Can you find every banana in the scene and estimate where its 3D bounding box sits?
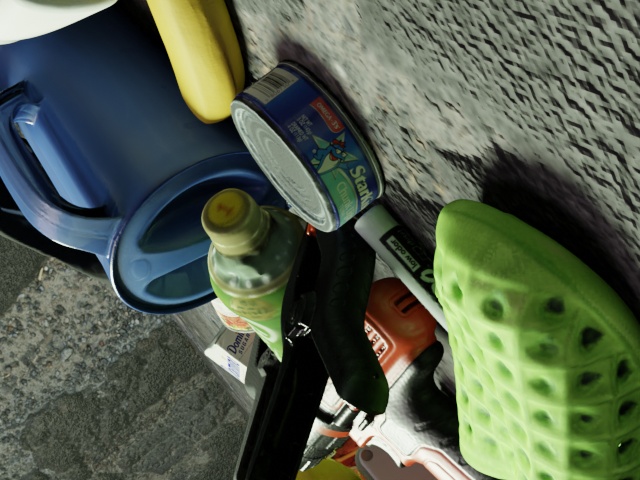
[{"bbox_3d":[-0.072,-0.113,0.581,0.070,0.037,0.198,48,168,16],"label":"banana"}]

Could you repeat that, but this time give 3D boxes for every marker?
[{"bbox_3d":[0.063,0.031,0.540,0.121,0.020,0.020,49,168,14],"label":"marker"}]

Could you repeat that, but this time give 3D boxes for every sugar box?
[{"bbox_3d":[-0.033,0.146,1.076,0.176,0.048,0.093,35,163,-3],"label":"sugar box"}]

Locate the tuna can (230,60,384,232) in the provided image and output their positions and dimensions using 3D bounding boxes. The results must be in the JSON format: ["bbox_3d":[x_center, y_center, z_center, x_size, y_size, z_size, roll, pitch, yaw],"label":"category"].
[{"bbox_3d":[-0.008,-0.046,0.542,0.086,0.033,0.086,49,168,14],"label":"tuna can"}]

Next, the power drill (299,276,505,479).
[{"bbox_3d":[0.057,0.135,0.626,0.188,0.057,0.185,45,138,13],"label":"power drill"}]

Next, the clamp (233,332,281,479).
[{"bbox_3d":[-0.027,0.102,0.923,0.036,0.165,0.210,30,-163,-14],"label":"clamp"}]

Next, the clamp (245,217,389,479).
[{"bbox_3d":[-0.004,0.056,0.566,0.039,0.120,0.171,29,-146,-19],"label":"clamp"}]

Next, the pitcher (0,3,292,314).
[{"bbox_3d":[-0.143,-0.074,0.725,0.243,0.145,0.149,48,172,32],"label":"pitcher"}]
